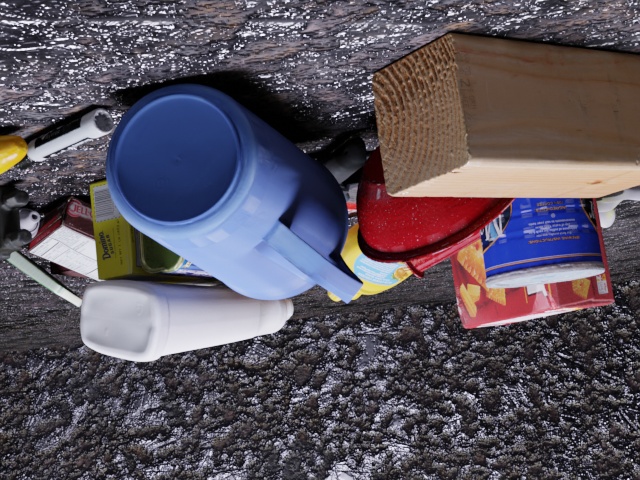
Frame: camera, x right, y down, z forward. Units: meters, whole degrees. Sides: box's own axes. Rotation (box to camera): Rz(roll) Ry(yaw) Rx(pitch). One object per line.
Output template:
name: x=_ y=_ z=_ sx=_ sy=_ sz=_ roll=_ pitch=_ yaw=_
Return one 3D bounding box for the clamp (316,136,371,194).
clamp: x=0.022 y=-0.061 z=0.991 sx=0.120 sy=0.039 sz=0.172 roll=4 pitch=166 yaw=-40

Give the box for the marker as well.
marker: x=-0.194 y=-0.073 z=0.788 sx=0.020 sy=0.020 sz=0.121 roll=2 pitch=169 yaw=-45

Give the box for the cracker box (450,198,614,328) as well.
cracker box: x=0.207 y=0.000 z=1.115 sx=0.072 sy=0.164 sz=0.214 roll=-6 pitch=172 yaw=-19

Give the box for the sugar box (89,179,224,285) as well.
sugar box: x=-0.150 y=-0.005 z=1.040 sx=0.048 sy=0.093 sz=0.176 roll=-10 pitch=171 yaw=24

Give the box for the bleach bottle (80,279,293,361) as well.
bleach bottle: x=-0.105 y=0.070 z=1.024 sx=0.103 sy=0.068 sz=0.250 roll=6 pitch=-178 yaw=36

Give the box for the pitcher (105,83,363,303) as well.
pitcher: x=-0.058 y=-0.028 z=0.809 sx=0.149 sy=0.145 sz=0.242 roll=-5 pitch=169 yaw=13

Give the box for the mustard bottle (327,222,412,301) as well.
mustard bottle: x=0.072 y=0.006 z=1.145 sx=0.096 sy=0.058 sz=0.192 roll=15 pitch=133 yaw=-38

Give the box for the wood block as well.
wood block: x=0.149 y=-0.082 z=0.758 sx=0.205 sy=0.090 sz=0.091 roll=-1 pitch=169 yaw=-34

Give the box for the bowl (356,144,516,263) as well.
bowl: x=0.086 y=-0.055 z=0.857 sx=0.162 sy=0.055 sz=0.162 roll=-28 pitch=-154 yaw=15

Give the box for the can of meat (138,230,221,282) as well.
can of meat: x=-0.119 y=-0.016 z=0.969 sx=0.058 sy=0.102 sz=0.083 roll=-11 pitch=169 yaw=34

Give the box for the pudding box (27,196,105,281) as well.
pudding box: x=-0.226 y=0.005 z=1.079 sx=0.113 sy=0.039 sz=0.090 roll=28 pitch=148 yaw=-27

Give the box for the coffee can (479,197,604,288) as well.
coffee can: x=0.187 y=-0.035 z=0.937 sx=0.103 sy=0.140 sz=0.103 roll=-7 pitch=172 yaw=-1
